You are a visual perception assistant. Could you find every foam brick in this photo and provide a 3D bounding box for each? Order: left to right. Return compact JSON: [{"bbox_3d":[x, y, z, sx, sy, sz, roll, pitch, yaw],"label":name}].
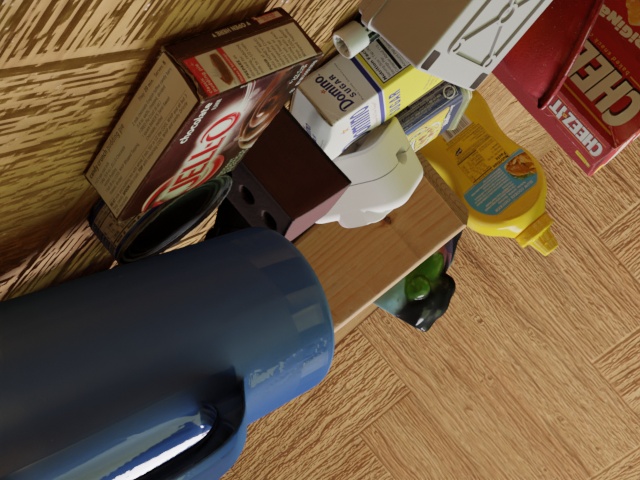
[{"bbox_3d":[-0.030,-0.042,0.687,0.051,0.078,0.053,-37,172,-29],"label":"foam brick"}]

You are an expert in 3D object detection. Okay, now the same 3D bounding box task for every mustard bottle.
[{"bbox_3d":[0.171,-0.063,1.078,0.096,0.192,0.058,-38,172,-11],"label":"mustard bottle"}]

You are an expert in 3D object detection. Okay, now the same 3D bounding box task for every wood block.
[{"bbox_3d":[0.032,0.010,1.009,0.206,0.091,0.090,-40,-177,14],"label":"wood block"}]

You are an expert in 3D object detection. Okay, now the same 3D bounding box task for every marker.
[{"bbox_3d":[0.059,-0.156,0.680,0.121,0.020,0.020,-38,172,-16],"label":"marker"}]

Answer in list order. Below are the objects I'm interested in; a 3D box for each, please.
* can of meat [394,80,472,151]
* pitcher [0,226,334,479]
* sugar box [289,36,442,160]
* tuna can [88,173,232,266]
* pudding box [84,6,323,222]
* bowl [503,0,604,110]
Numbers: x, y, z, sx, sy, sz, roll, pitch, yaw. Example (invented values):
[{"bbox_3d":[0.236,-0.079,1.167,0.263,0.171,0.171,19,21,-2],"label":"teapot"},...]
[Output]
[{"bbox_3d":[0.069,-0.104,0.881,0.084,0.057,0.102,-36,171,-11],"label":"can of meat"},{"bbox_3d":[-0.107,0.081,0.597,0.242,0.149,0.145,-22,168,-32],"label":"pitcher"},{"bbox_3d":[0.058,-0.125,0.752,0.176,0.048,0.093,-39,172,-13],"label":"sugar box"},{"bbox_3d":[-0.097,-0.023,0.643,0.086,0.034,0.086,-39,172,-7],"label":"tuna can"},{"bbox_3d":[-0.062,-0.065,0.555,0.089,0.039,0.114,-32,168,-43],"label":"pudding box"},{"bbox_3d":[0.177,-0.184,0.815,0.162,0.055,0.162,25,87,-88],"label":"bowl"}]
